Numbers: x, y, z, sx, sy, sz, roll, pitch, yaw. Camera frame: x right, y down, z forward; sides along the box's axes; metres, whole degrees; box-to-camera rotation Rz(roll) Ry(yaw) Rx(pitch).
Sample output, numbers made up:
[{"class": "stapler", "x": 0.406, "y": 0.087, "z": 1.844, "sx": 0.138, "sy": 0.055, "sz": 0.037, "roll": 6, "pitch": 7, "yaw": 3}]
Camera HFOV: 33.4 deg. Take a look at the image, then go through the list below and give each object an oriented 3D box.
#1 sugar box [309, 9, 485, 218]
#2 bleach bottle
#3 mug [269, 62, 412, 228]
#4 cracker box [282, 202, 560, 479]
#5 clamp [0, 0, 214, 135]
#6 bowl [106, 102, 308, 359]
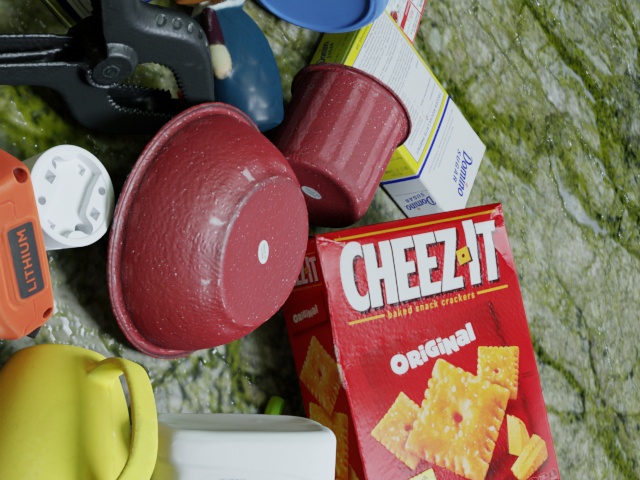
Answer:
[{"class": "sugar box", "x": 0.062, "y": -0.097, "z": 0.846, "sx": 0.176, "sy": 0.048, "sz": 0.093, "roll": 51, "pitch": 49, "yaw": -34}, {"class": "bleach bottle", "x": -0.049, "y": 0.220, "z": 0.556, "sx": 0.102, "sy": 0.068, "sz": 0.251, "roll": 5, "pitch": 90, "yaw": -19}, {"class": "mug", "x": 0.007, "y": -0.056, "z": 0.754, "sx": 0.117, "sy": 0.093, "sz": 0.081, "roll": 85, "pitch": 27, "yaw": -58}, {"class": "cracker box", "x": 0.070, "y": 0.091, "z": 0.736, "sx": 0.163, "sy": 0.072, "sz": 0.214, "roll": -10, "pitch": 88, "yaw": -32}, {"class": "clamp", "x": -0.133, "y": -0.103, "z": 0.593, "sx": 0.209, "sy": 0.165, "sz": 0.036, "roll": 42, "pitch": 21, "yaw": -60}, {"class": "bowl", "x": -0.054, "y": 0.001, "z": 0.642, "sx": 0.161, "sy": 0.055, "sz": 0.162, "roll": -33, "pitch": 130, "yaw": -50}]
